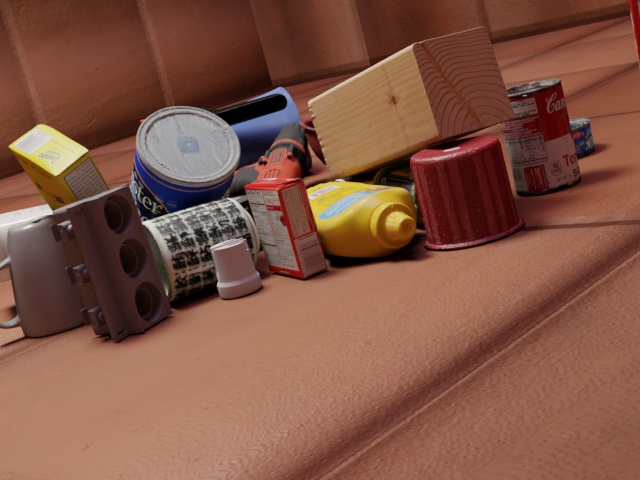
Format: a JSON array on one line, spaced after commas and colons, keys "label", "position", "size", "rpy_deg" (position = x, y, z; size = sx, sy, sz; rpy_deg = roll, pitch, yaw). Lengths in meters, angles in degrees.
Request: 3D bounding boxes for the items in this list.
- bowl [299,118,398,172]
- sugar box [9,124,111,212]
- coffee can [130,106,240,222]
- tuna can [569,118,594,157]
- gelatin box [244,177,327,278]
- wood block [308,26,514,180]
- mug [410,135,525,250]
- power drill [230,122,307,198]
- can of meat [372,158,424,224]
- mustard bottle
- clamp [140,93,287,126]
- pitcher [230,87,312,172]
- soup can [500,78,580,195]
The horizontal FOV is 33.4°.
[{"label": "bowl", "position": [0.050, -0.127, 1.436], "size": [0.162, 0.055, 0.162], "rpy_deg": [5, 15, -1]}, {"label": "sugar box", "position": [-0.227, -0.026, 1.043], "size": [0.048, 0.176, 0.093], "rpy_deg": [-41, 44, -21]}, {"label": "coffee can", "position": [-0.144, -0.052, 1.094], "size": [0.102, 0.103, 0.140], "rpy_deg": [-22, -29, -31]}, {"label": "tuna can", "position": [0.264, -0.110, 1.202], "size": [0.086, 0.034, 0.086], "rpy_deg": [-15, 12, 3]}, {"label": "gelatin box", "position": [-0.032, -0.013, 0.984], "size": [0.030, 0.089, 0.073], "rpy_deg": [-21, 13, -25]}, {"label": "wood block", "position": [0.082, -0.129, 1.049], "size": [0.090, 0.091, 0.206], "rpy_deg": [-18, 1, -28]}, {"label": "mug", "position": [0.126, -0.047, 0.959], "size": [0.093, 0.081, 0.117], "rpy_deg": [-15, 12, -2]}, {"label": "power drill", "position": [-0.110, -0.091, 1.428], "size": [0.188, 0.057, 0.184], "rpy_deg": [-13, 29, 17]}, {"label": "can of meat", "position": [0.117, -0.053, 1.067], "size": [0.102, 0.057, 0.084], "rpy_deg": [-19, 14, -20]}, {"label": "mustard bottle", "position": [0.036, -0.020, 1.004], "size": [0.096, 0.058, 0.192], "rpy_deg": [-23, 13, -21]}, {"label": "clamp", "position": [-0.159, -0.166, 1.508], "size": [0.210, 0.036, 0.164], "rpy_deg": [4, 31, 34]}, {"label": "pitcher", "position": [-0.146, -0.131, 1.602], "size": [0.242, 0.145, 0.149], "rpy_deg": [-21, -24, -12]}, {"label": "soup can", "position": [0.215, -0.102, 1.057], "size": [0.068, 0.102, 0.068], "rpy_deg": [-14, 11, 3]}]
